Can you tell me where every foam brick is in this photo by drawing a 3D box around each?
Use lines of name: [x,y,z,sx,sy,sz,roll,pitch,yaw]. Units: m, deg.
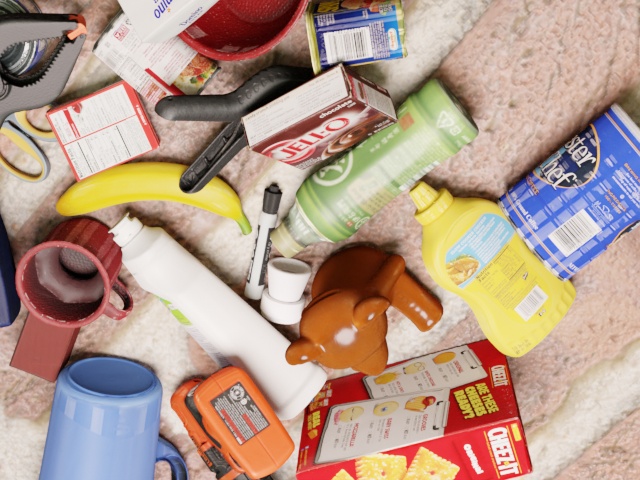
foam brick: [-0.280,0.097,1.104,0.051,0.053,0.078,23,109,-4]

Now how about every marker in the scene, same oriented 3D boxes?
marker: [-0.057,0.001,1.071,0.020,0.020,0.121,12,110,-1]

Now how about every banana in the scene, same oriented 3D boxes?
banana: [-0.164,-0.045,1.052,0.198,0.037,0.070,7,110,1]

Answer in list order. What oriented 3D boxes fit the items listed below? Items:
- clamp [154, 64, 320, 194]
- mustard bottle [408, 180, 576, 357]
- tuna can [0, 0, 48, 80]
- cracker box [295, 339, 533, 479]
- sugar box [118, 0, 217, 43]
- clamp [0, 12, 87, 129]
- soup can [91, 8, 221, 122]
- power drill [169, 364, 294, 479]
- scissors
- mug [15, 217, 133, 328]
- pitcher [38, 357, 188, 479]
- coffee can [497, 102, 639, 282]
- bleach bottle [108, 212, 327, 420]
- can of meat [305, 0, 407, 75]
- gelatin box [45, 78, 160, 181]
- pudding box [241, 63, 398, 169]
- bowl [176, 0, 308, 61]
clamp: [-0.073,-0.120,0.981,0.171,0.120,0.039,-34,62,-7]
mustard bottle: [0.155,0.016,1.036,0.096,0.058,0.191,-45,102,-8]
tuna can: [-0.304,-0.195,1.010,0.086,0.033,0.086,1,110,4]
cracker box: [0.090,0.185,1.051,0.214,0.164,0.072,-15,110,10]
sugar box: [-0.156,-0.270,0.931,0.093,0.048,0.176,-32,86,25]
clamp: [-0.311,-0.152,0.976,0.210,0.036,0.164,-36,124,8]
soup can: [-0.152,-0.167,0.991,0.102,0.068,0.069,40,108,-10]
power drill: [-0.079,0.205,1.049,0.057,0.188,0.184,-35,82,-22]
scissors: [-0.326,-0.145,1.040,0.096,0.016,0.201,-36,104,14]
mug: [-0.235,0.035,1.061,0.117,0.081,0.093,36,111,-11]
pitcher: [-0.225,0.251,1.126,0.145,0.149,0.243,16,108,16]
coffee can: [0.250,-0.044,0.988,0.140,0.102,0.102,-40,103,16]
bleach bottle: [-0.110,0.070,1.058,0.250,0.103,0.068,46,69,-12]
can of meat: [0.033,-0.187,0.953,0.084,0.102,0.057,-8,109,5]
gelatin box: [-0.210,-0.108,1.030,0.089,0.030,0.073,-23,107,0]
pudding box: [0.000,-0.108,0.959,0.114,0.089,0.039,-27,70,25]
bowl: [-0.066,-0.240,0.948,0.162,0.055,0.162,4,99,26]
